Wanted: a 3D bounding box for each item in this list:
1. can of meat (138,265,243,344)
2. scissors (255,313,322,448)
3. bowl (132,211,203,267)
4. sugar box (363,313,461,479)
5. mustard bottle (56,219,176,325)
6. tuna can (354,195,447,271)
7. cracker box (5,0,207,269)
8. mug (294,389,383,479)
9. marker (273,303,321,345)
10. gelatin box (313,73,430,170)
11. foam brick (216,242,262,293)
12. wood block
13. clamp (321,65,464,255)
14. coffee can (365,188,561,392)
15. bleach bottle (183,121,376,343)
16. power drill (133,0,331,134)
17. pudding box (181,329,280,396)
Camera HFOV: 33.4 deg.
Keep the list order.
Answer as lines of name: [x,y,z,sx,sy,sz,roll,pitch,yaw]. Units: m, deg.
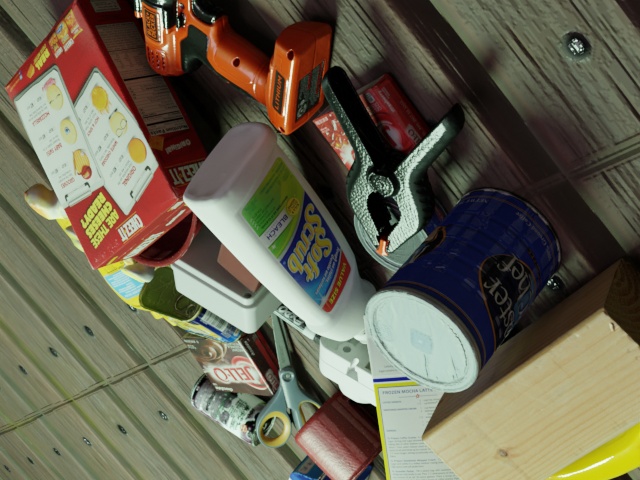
can of meat: [-0.142,0.075,1.220,0.102,0.057,0.083,13,162,41]
scissors: [-0.053,0.168,1.240,0.016,0.096,0.201,-110,-6,-62]
bowl: [-0.166,-0.056,1.107,0.162,0.055,0.162,15,113,38]
sugar box: [0.099,0.148,0.993,0.093,0.048,0.176,-6,90,22]
mustard bottle: [-0.226,0.024,1.275,0.096,0.058,0.191,-25,107,39]
tuna can: [0.073,-0.012,0.951,0.086,0.033,0.086,28,142,24]
cracker box: [-0.204,-0.104,1.039,0.164,0.071,0.214,-34,81,43]
mug: [0.032,0.214,1.193,0.081,0.093,0.117,44,115,10]
marker: [-0.029,0.084,1.170,0.121,0.020,0.020,35,145,15]
gelatin box: [0.045,-0.092,0.899,0.073,0.030,0.089,53,145,-12]
foam brick: [-0.057,0.001,1.061,0.053,0.078,0.051,38,147,10]
wood block: [0.190,0.119,0.860,0.091,0.090,0.206,45,126,-2]
clamp: [0.065,-0.057,0.858,0.120,0.039,0.171,20,139,35]
coffee can: [0.117,0.038,0.863,0.103,0.140,0.103,28,142,24]
bleach bottle: [-0.015,0.008,1.006,0.068,0.102,0.250,10,150,51]
power drill: [-0.079,-0.187,0.908,0.188,0.057,0.184,34,148,20]
pudding box: [-0.103,0.142,1.288,0.114,0.039,0.090,-1,126,47]
